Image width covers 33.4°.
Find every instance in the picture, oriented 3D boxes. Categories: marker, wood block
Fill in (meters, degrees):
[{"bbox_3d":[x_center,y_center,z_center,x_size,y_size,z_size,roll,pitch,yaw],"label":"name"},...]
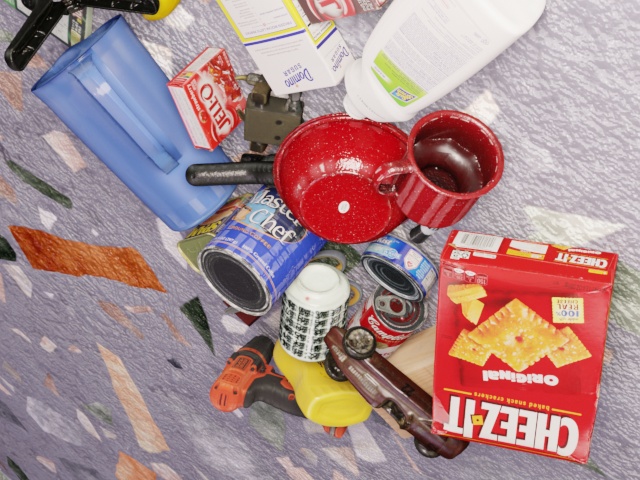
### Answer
[{"bbox_3d":[0.126,-0.024,1.109,0.020,0.020,0.121,43,148,-3],"label":"marker"},{"bbox_3d":[0.143,0.157,1.246,0.091,0.090,0.206,46,148,-7],"label":"wood block"}]

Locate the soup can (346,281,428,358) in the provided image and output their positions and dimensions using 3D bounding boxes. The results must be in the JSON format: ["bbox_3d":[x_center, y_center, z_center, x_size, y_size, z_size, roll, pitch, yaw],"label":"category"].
[{"bbox_3d":[0.077,0.095,1.261,0.068,0.068,0.102,39,149,3],"label":"soup can"}]

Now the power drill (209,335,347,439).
[{"bbox_3d":[-0.040,0.196,1.453,0.188,0.184,0.057,13,113,12],"label":"power drill"}]

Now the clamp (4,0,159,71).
[{"bbox_3d":[-0.277,-0.254,1.131,0.210,0.164,0.036,48,162,46],"label":"clamp"}]

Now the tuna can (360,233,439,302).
[{"bbox_3d":[0.087,0.030,1.185,0.086,0.033,0.086,33,161,12],"label":"tuna can"}]

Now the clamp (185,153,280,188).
[{"bbox_3d":[-0.050,-0.079,1.181,0.172,0.120,0.039,4,108,22],"label":"clamp"}]

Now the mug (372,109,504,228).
[{"bbox_3d":[0.105,-0.061,1.005,0.082,0.117,0.093,116,141,-62],"label":"mug"}]

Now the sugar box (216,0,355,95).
[{"bbox_3d":[-0.047,-0.225,1.023,0.094,0.048,0.176,0,133,46],"label":"sugar box"}]

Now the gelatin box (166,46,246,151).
[{"bbox_3d":[-0.120,-0.153,1.159,0.030,0.073,0.089,13,139,37],"label":"gelatin box"}]

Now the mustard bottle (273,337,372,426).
[{"bbox_3d":[-0.009,0.160,1.384,0.192,0.096,0.058,54,131,50],"label":"mustard bottle"}]

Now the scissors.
[{"bbox_3d":[-0.028,0.074,1.340,0.096,0.016,0.202,40,131,-17],"label":"scissors"}]

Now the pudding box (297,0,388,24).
[{"bbox_3d":[0.003,-0.251,0.943,0.090,0.039,0.113,-1,130,47],"label":"pudding box"}]

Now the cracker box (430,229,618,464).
[{"bbox_3d":[0.197,0.107,1.056,0.164,0.072,0.214,9,119,17],"label":"cracker box"}]

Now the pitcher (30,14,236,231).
[{"bbox_3d":[-0.204,-0.126,1.226,0.145,0.149,0.242,-22,117,40],"label":"pitcher"}]

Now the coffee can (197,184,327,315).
[{"bbox_3d":[-0.058,0.001,1.220,0.103,0.140,0.103,27,146,20],"label":"coffee can"}]

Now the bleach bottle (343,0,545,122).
[{"bbox_3d":[0.083,-0.171,0.936,0.102,0.068,0.251,46,150,-7],"label":"bleach bottle"}]

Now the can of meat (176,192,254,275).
[{"bbox_3d":[-0.116,-0.008,1.323,0.102,0.083,0.057,-13,120,53],"label":"can of meat"}]

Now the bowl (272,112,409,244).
[{"bbox_3d":[0.028,-0.049,1.084,0.162,0.055,0.162,4,131,5],"label":"bowl"}]
